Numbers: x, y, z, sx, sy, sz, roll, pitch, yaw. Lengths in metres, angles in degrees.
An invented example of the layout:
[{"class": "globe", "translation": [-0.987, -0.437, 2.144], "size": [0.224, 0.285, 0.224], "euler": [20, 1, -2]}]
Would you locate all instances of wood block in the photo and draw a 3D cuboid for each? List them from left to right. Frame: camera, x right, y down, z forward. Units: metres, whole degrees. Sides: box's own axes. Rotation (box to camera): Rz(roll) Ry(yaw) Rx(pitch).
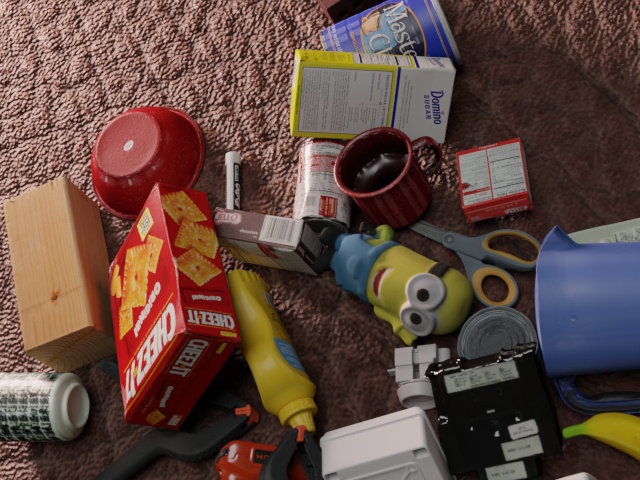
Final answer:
[{"class": "wood block", "translation": [-0.310, 0.041, 1.286], "size": [0.091, 0.090, 0.206], "euler": [-22, 61, 10]}]

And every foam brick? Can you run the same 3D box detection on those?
[{"class": "foam brick", "translation": [0.036, -0.308, 1.327], "size": [0.078, 0.053, 0.051], "euler": [-33, 60, 5]}]

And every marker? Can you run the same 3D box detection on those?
[{"class": "marker", "translation": [-0.106, -0.050, 1.288], "size": [0.020, 0.020, 0.121], "euler": [-9, 65, 17]}]

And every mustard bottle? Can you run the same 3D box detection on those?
[{"class": "mustard bottle", "translation": [-0.052, 0.127, 1.145], "size": [0.058, 0.096, 0.192], "euler": [-31, 61, 3]}]

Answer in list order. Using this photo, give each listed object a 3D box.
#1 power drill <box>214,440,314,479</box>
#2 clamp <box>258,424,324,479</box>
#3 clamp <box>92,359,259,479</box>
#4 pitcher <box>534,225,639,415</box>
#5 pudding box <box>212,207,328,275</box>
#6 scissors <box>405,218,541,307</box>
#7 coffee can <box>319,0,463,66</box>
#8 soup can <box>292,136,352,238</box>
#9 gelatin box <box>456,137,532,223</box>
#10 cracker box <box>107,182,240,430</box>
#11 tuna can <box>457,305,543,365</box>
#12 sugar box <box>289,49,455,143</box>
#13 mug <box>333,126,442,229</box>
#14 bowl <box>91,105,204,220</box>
[{"class": "power drill", "translation": [-0.045, 0.302, 1.063], "size": [0.184, 0.057, 0.187], "euler": [13, 57, -13]}, {"class": "clamp", "translation": [-0.031, 0.263, 1.032], "size": [0.039, 0.120, 0.171], "euler": [-48, 43, 44]}, {"class": "clamp", "translation": [-0.172, 0.194, 1.197], "size": [0.210, 0.036, 0.164], "euler": [-14, 60, 14]}, {"class": "pitcher", "translation": [0.329, 0.071, 1.017], "size": [0.243, 0.149, 0.145], "euler": [-4, 51, 16]}, {"class": "pudding box", "translation": [-0.058, 0.001, 1.206], "size": [0.114, 0.090, 0.039], "euler": [11, 73, 24]}, {"class": "scissors", "translation": [0.145, 0.020, 1.162], "size": [0.202, 0.016, 0.096], "euler": [7, 80, 33]}, {"class": "coffee can", "translation": [0.083, -0.226, 1.244], "size": [0.140, 0.102, 0.103], "euler": [-22, 62, 11]}, {"class": "soup can", "translation": [0.005, -0.058, 1.221], "size": [0.069, 0.068, 0.102], "euler": [-2, 67, 20]}, {"class": "gelatin box", "translation": [0.189, -0.065, 1.164], "size": [0.073, 0.030, 0.089], "euler": [-13, 47, 15]}, {"class": "cracker box", "translation": [-0.168, 0.070, 1.160], "size": [0.164, 0.072, 0.214], "euler": [-55, 36, 36]}, {"class": "tuna can", "translation": [0.184, 0.111, 1.097], "size": [0.086, 0.033, 0.086], "euler": [-8, 65, 18]}, {"class": "sugar box", "translation": [0.057, -0.161, 1.196], "size": [0.176, 0.093, 0.048], "euler": [2, 31, -8]}, {"class": "mug", "translation": [0.083, -0.072, 1.182], "size": [0.117, 0.081, 0.093], "euler": [-35, 49, 4]}, {"class": "bowl", "translation": [-0.229, -0.109, 1.341], "size": [0.162, 0.055, 0.162], "euler": [-8, 66, 18]}]
